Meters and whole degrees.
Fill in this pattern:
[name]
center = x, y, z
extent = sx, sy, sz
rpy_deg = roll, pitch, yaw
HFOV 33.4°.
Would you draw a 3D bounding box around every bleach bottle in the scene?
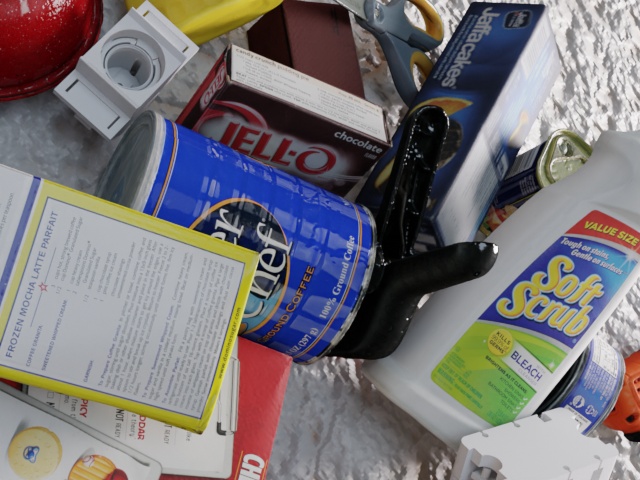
[bleach bottle]
center = 0.142, 0.016, 0.669
extent = 0.102, 0.068, 0.251
rpy_deg = 39, 89, -18

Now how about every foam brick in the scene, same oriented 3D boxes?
[foam brick]
center = -0.009, -0.111, 0.699
extent = 0.052, 0.051, 0.078
rpy_deg = -2, 75, -31

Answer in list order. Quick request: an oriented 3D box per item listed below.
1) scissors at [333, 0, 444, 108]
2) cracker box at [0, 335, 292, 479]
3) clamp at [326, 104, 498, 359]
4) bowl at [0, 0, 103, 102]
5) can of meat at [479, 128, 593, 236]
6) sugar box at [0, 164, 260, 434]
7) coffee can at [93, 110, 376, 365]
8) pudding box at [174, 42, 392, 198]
[scissors]
center = 0.039, -0.130, 0.706
extent = 0.201, 0.016, 0.096
rpy_deg = -16, 96, -59
[cracker box]
center = -0.137, 0.105, 0.545
extent = 0.213, 0.072, 0.164
rpy_deg = 24, 64, -23
[clamp]
center = 0.045, 0.020, 0.617
extent = 0.039, 0.172, 0.120
rpy_deg = 12, 35, -19
[bowl]
center = -0.193, -0.159, 0.593
extent = 0.161, 0.055, 0.162
rpy_deg = 12, 61, -23
[can of meat]
center = 0.167, -0.020, 0.752
extent = 0.102, 0.084, 0.057
rpy_deg = 37, 60, -15
[sugar box]
center = -0.125, 0.023, 0.497
extent = 0.176, 0.048, 0.093
rpy_deg = 20, 78, -19
[coffee can]
center = -0.054, 0.001, 0.606
extent = 0.140, 0.103, 0.102
rpy_deg = 23, 64, -22
[pudding box]
center = -0.028, -0.061, 0.647
extent = 0.113, 0.090, 0.039
rpy_deg = 17, 49, -26
